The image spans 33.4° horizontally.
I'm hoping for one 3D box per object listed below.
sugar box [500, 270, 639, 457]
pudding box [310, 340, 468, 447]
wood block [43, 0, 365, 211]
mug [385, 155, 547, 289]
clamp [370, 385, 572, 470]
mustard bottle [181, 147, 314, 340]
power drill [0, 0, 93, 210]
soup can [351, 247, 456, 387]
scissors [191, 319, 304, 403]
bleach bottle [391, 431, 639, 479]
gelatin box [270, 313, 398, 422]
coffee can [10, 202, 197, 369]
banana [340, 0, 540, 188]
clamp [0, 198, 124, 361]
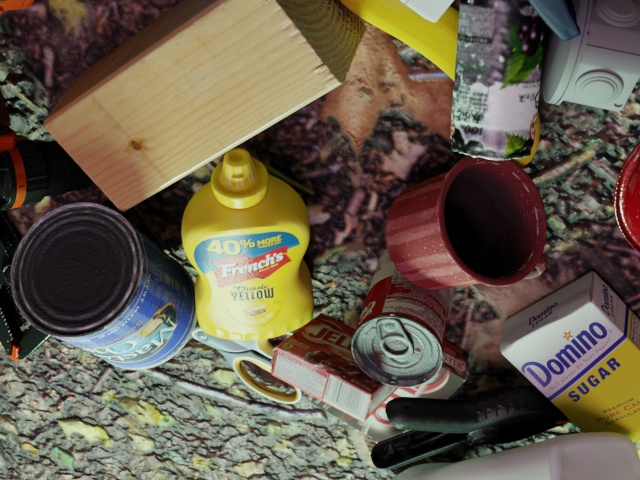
[{"bbox_3d":[0.234,0.113,0.846,0.176,0.048,0.093,41,127,-16],"label":"sugar box"},{"bbox_3d":[0.058,0.117,0.907,0.090,0.039,0.114,31,127,-7],"label":"pudding box"},{"bbox_3d":[-0.082,-0.115,0.747,0.206,0.090,0.090,-26,115,30],"label":"wood block"},{"bbox_3d":[0.109,-0.004,0.764,0.117,0.093,0.082,27,160,-22],"label":"mug"},{"bbox_3d":[0.123,0.144,0.865,0.171,0.039,0.120,-14,157,-2],"label":"clamp"},{"bbox_3d":[-0.055,0.001,0.812,0.096,0.058,0.192,-5,141,-2],"label":"mustard bottle"},{"bbox_3d":[-0.243,-0.109,0.781,0.057,0.184,0.188,29,122,43],"label":"power drill"},{"bbox_3d":[0.067,0.053,0.817,0.068,0.102,0.068,8,127,11],"label":"soup can"},{"bbox_3d":[-0.086,0.073,0.933,0.201,0.016,0.096,38,125,-12],"label":"scissors"},{"bbox_3d":[0.144,0.210,0.905,0.102,0.068,0.251,6,162,-32],"label":"bleach bottle"},{"bbox_3d":[0.017,0.097,0.837,0.089,0.073,0.030,24,119,22],"label":"gelatin box"},{"bbox_3d":[-0.164,0.039,0.836,0.103,0.103,0.140,6,165,12],"label":"coffee can"},{"bbox_3d":[0.093,-0.115,0.728,0.070,0.037,0.197,-31,112,30],"label":"banana"},{"bbox_3d":[-0.266,0.015,0.930,0.164,0.036,0.210,23,124,1],"label":"clamp"}]
